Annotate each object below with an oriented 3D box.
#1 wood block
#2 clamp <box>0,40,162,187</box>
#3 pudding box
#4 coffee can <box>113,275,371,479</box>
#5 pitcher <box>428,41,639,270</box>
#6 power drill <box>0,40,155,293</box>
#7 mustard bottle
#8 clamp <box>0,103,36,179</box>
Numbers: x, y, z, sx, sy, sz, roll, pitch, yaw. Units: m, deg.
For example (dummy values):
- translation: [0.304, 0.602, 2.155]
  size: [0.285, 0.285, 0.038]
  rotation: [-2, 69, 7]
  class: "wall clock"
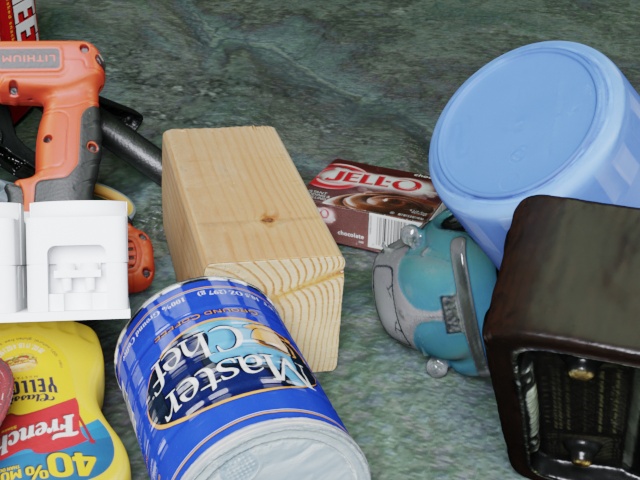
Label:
- translation: [-0.055, 0.000, 0.753]
  size: [0.090, 0.090, 0.206]
  rotation: [-4, 29, -14]
  class: "wood block"
- translation: [-0.207, -0.116, 0.906]
  size: [0.209, 0.036, 0.165]
  rotation: [31, 8, -32]
  class: "clamp"
- translation: [0.045, -0.027, 0.864]
  size: [0.114, 0.039, 0.089]
  rotation: [14, 30, 18]
  class: "pudding box"
- translation: [-0.046, 0.097, 0.566]
  size: [0.102, 0.103, 0.140]
  rotation: [-8, 31, -19]
  class: "coffee can"
- translation: [0.173, -0.003, 0.599]
  size: [0.149, 0.242, 0.145]
  rotation: [-44, 43, 6]
  class: "pitcher"
- translation: [-0.215, -0.044, 0.749]
  size: [0.184, 0.187, 0.057]
  rotation: [-3, -13, -15]
  class: "power drill"
- translation: [-0.150, 0.118, 0.557]
  size: [0.096, 0.058, 0.192]
  rotation: [-4, 35, -20]
  class: "mustard bottle"
- translation: [-0.257, -0.074, 0.837]
  size: [0.039, 0.171, 0.120]
  rotation: [-29, -7, 39]
  class: "clamp"
